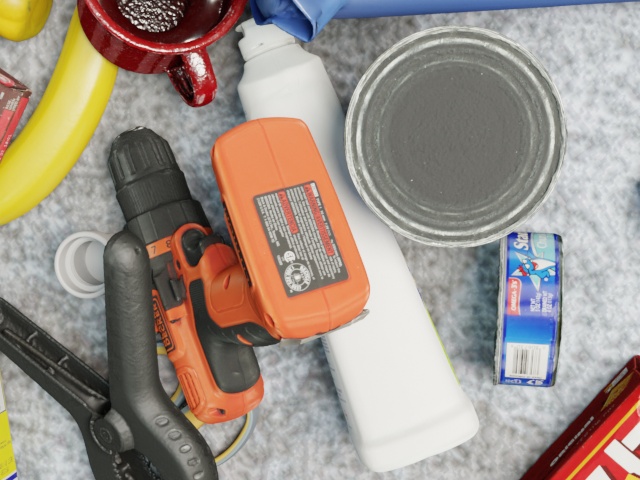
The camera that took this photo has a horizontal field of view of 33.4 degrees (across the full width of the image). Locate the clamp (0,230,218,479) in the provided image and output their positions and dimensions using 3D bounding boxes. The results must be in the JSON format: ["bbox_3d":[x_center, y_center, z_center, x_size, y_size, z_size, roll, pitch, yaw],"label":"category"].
[{"bbox_3d":[-0.123,0.102,0.629,0.165,0.036,0.210,-11,106,41],"label":"clamp"}]

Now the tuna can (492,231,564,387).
[{"bbox_3d":[0.113,0.037,0.583,0.034,0.086,0.086,3,95,9],"label":"tuna can"}]

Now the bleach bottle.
[{"bbox_3d":[0.009,-0.006,0.591,0.068,0.102,0.251,-21,91,-3],"label":"bleach bottle"}]

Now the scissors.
[{"bbox_3d":[-0.132,0.137,0.677,0.202,0.016,0.096,-32,87,12],"label":"scissors"}]

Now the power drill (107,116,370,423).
[{"bbox_3d":[-0.054,0.001,0.575,0.057,0.188,0.184,-19,84,-27],"label":"power drill"}]

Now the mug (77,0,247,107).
[{"bbox_3d":[-0.088,-0.130,0.598,0.093,0.082,0.117,-27,94,-17],"label":"mug"}]

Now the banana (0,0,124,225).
[{"bbox_3d":[-0.174,-0.071,0.655,0.069,0.037,0.198,44,101,4],"label":"banana"}]

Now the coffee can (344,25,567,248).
[{"bbox_3d":[0.074,-0.053,0.555,0.103,0.140,0.103,1,95,11],"label":"coffee can"}]
